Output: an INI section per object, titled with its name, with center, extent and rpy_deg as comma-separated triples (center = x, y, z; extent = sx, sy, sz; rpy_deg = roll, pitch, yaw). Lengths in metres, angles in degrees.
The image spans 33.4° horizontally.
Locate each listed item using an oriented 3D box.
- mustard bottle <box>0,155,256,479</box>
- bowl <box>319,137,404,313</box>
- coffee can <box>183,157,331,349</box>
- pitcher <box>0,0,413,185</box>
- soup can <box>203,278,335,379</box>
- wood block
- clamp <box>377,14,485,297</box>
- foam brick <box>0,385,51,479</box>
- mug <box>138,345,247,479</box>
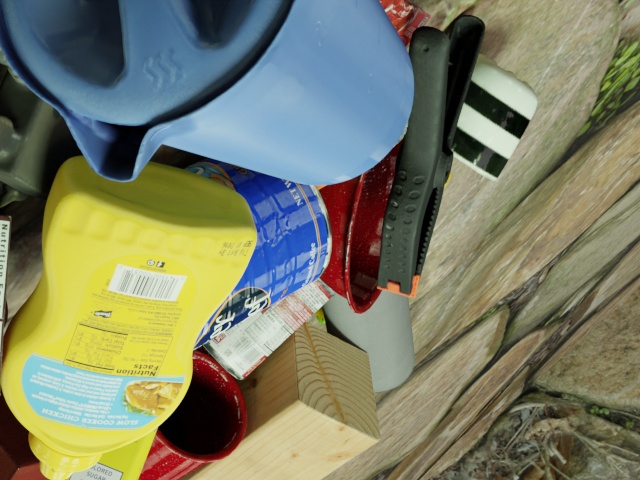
[mustard bottle]
center = -0.108, 0.052, 0.538
extent = 0.096, 0.058, 0.192
rpy_deg = 11, 123, -25
[bowl]
center = 0.023, -0.031, 0.780
extent = 0.162, 0.055, 0.162
rpy_deg = 14, 90, -73
[coffee can]
center = -0.077, 0.009, 0.646
extent = 0.140, 0.103, 0.103
rpy_deg = -29, 155, -38
[pitcher]
center = -0.030, -0.105, 0.501
extent = 0.149, 0.145, 0.242
rpy_deg = -36, 166, 11
[soup can]
center = -0.048, 0.052, 0.842
extent = 0.102, 0.068, 0.068
rpy_deg = -43, 160, -3
[wood block]
center = -0.056, 0.168, 0.912
extent = 0.090, 0.091, 0.206
rpy_deg = 30, 125, -31
[clamp]
center = 0.078, -0.063, 0.766
extent = 0.164, 0.036, 0.210
rpy_deg = -46, 148, -61
[foam brick]
center = -0.204, 0.127, 0.671
extent = 0.053, 0.078, 0.051
rpy_deg = -52, 160, 21
[mug]
center = -0.117, 0.135, 0.850
extent = 0.082, 0.093, 0.117
rpy_deg = -40, -148, 42
